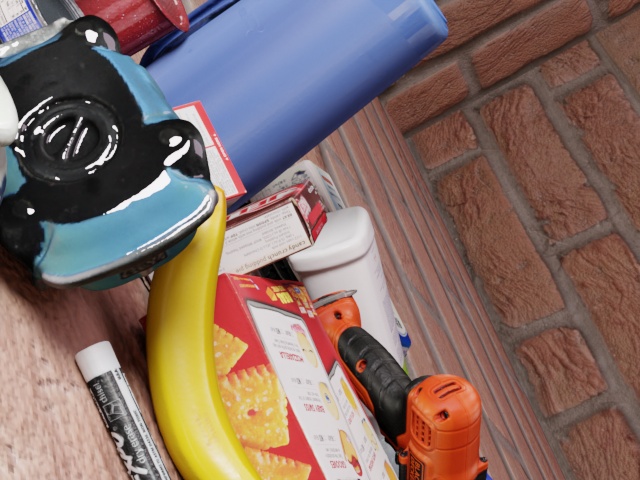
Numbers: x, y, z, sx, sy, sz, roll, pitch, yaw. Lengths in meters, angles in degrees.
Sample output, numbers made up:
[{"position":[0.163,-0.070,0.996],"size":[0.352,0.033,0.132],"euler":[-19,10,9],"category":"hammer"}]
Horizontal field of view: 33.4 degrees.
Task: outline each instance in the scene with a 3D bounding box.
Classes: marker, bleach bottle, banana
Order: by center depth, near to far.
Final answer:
[{"position":[-0.088,0.107,0.527],"size":[0.121,0.020,0.020],"euler":[63,11,9],"category":"marker"},{"position":[-0.062,0.069,0.589],"size":[0.037,0.069,0.198],"euler":[69,5,-80],"category":"banana"},{"position":[0.044,0.102,0.919],"size":[0.102,0.068,0.251],"euler":[-73,147,-68],"category":"bleach bottle"}]

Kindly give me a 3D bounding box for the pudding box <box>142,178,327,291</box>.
[{"position":[-0.055,0.001,0.708],"size":[0.039,0.113,0.090],"euler":[63,10,-6],"category":"pudding box"}]

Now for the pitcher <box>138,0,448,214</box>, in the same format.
[{"position":[-0.034,-0.134,0.803],"size":[0.149,0.243,0.145],"euler":[53,14,-8],"category":"pitcher"}]

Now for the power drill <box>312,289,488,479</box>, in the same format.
[{"position":[0.049,0.138,0.792],"size":[0.188,0.057,0.184],"euler":[41,-39,43],"category":"power drill"}]

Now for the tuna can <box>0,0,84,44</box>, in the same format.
[{"position":[-0.178,-0.135,0.692],"size":[0.086,0.034,0.086],"euler":[58,11,-18],"category":"tuna can"}]

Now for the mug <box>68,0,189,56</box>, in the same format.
[{"position":[-0.160,-0.182,0.770],"size":[0.117,0.081,0.093],"euler":[59,11,-12],"category":"mug"}]

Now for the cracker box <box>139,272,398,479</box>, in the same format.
[{"position":[-0.016,0.130,0.675],"size":[0.214,0.072,0.164],"euler":[64,11,10],"category":"cracker box"}]
